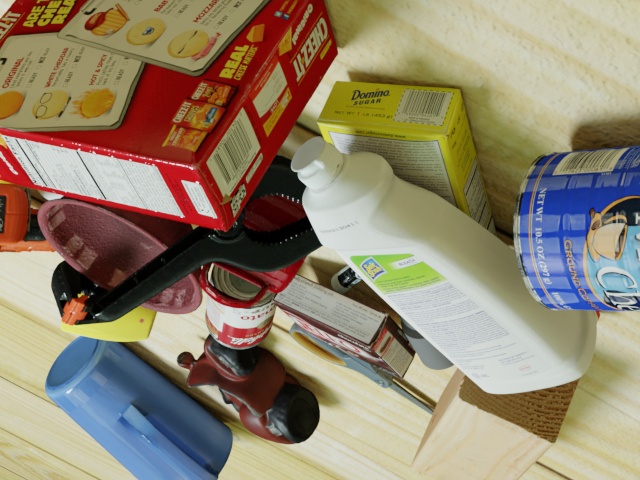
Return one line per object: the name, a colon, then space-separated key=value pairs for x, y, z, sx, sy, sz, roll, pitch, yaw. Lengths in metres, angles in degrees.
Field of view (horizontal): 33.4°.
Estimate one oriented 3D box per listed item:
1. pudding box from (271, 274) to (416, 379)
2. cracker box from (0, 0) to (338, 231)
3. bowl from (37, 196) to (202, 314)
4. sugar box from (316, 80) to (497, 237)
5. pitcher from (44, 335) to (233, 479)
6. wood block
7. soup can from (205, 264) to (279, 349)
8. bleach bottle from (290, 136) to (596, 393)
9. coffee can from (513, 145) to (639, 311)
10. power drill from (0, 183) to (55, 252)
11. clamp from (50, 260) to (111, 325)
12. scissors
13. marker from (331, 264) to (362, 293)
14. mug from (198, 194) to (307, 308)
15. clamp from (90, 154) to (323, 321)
pudding box: x=0.023 y=0.076 z=0.964 sx=0.114 sy=0.039 sz=0.090 roll=20 pitch=166 yaw=31
cracker box: x=-0.119 y=-0.102 z=0.692 sx=0.214 sy=0.164 sz=0.072 roll=12 pitch=147 yaw=26
bowl: x=-0.163 y=-0.003 z=0.934 sx=0.162 sy=0.055 sz=0.162 roll=21 pitch=152 yaw=12
sugar box: x=0.068 y=-0.037 z=0.764 sx=0.093 sy=0.048 sz=0.176 roll=9 pitch=150 yaw=25
pitcher: x=-0.233 y=0.230 z=1.382 sx=0.149 sy=0.145 sz=0.242 roll=-25 pitch=122 yaw=32
wood block: x=0.155 y=0.158 z=0.966 sx=0.090 sy=0.090 sz=0.206 roll=25 pitch=152 yaw=6
soup can: x=-0.073 y=0.053 z=1.012 sx=0.068 sy=0.068 sz=0.102 roll=25 pitch=152 yaw=4
bleach bottle: x=0.080 y=0.014 z=0.730 sx=0.103 sy=0.068 sz=0.250 roll=-20 pitch=131 yaw=41
coffee can: x=0.202 y=-0.007 z=0.636 sx=0.141 sy=0.102 sz=0.102 roll=-2 pitch=141 yaw=43
power drill: x=-0.344 y=-0.020 z=1.032 sx=0.184 sy=0.057 sz=0.188 roll=1 pitch=177 yaw=-10
clamp: x=-0.205 y=0.040 z=1.044 sx=0.120 sy=0.171 sz=0.039 roll=21 pitch=115 yaw=-10
scissors: x=0.063 y=0.130 z=1.078 sx=0.201 sy=0.016 sz=0.096 roll=28 pitch=152 yaw=-2
marker: x=0.040 y=0.019 z=0.908 sx=0.020 sy=0.020 sz=0.121 roll=32 pitch=152 yaw=-9
mug: x=-0.056 y=0.001 z=0.865 sx=0.081 sy=0.117 sz=0.093 roll=27 pitch=153 yaw=-11
clamp: x=-0.076 y=-0.027 z=0.790 sx=0.210 sy=0.036 sz=0.164 roll=-8 pitch=117 yaw=-8
